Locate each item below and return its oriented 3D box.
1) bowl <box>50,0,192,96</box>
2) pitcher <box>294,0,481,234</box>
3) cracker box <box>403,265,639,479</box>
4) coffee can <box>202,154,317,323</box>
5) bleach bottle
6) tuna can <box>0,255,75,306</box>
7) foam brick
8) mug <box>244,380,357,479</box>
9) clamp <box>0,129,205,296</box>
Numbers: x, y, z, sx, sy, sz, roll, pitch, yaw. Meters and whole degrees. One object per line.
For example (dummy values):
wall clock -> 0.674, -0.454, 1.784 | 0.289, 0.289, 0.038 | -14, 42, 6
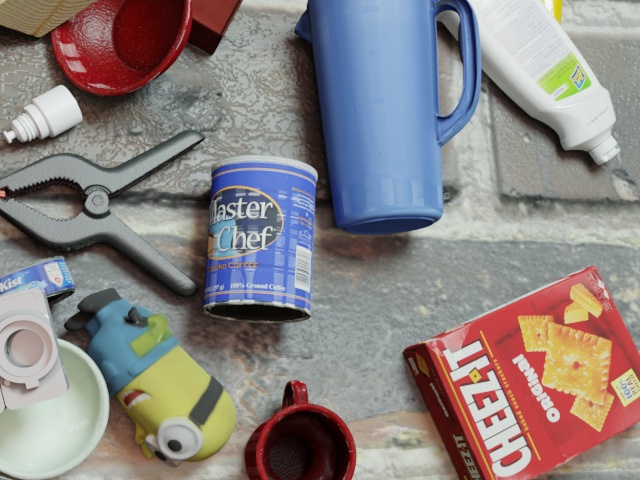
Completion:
bowl -> -0.180, -0.212, 1.027 | 0.162, 0.055, 0.162 | -3, 82, 25
pitcher -> 0.070, -0.134, 1.064 | 0.144, 0.149, 0.243 | 0, 80, -28
cracker box -> 0.216, 0.140, 1.075 | 0.213, 0.072, 0.164 | -22, 83, -19
coffee can -> -0.057, 0.001, 1.011 | 0.102, 0.103, 0.140 | 6, 75, -15
bleach bottle -> 0.234, -0.185, 1.164 | 0.102, 0.068, 0.251 | -39, 94, -10
tuna can -> -0.263, 0.045, 0.948 | 0.086, 0.086, 0.034 | -22, 86, -20
foam brick -> -0.110, -0.239, 1.080 | 0.051, 0.053, 0.078 | 28, 70, -9
mug -> -0.024, 0.188, 0.986 | 0.093, 0.082, 0.117 | -1, 77, -17
clamp -> -0.206, -0.043, 1.012 | 0.209, 0.036, 0.164 | 11, 74, -13
